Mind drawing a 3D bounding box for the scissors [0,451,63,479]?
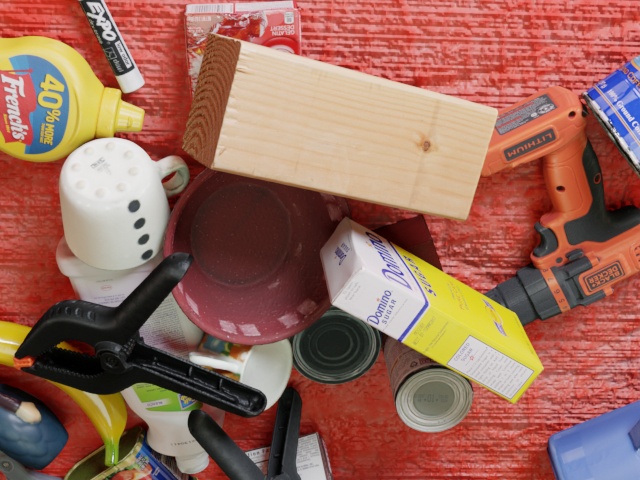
[{"bbox_3d":[-0.302,0.224,1.007,0.096,0.016,0.201,-42,112,16],"label":"scissors"}]

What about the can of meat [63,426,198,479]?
[{"bbox_3d":[-0.179,0.232,0.997,0.102,0.057,0.084,-34,111,13],"label":"can of meat"}]

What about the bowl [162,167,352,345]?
[{"bbox_3d":[-0.056,0.001,0.870,0.161,0.055,0.162,-5,104,-22],"label":"bowl"}]

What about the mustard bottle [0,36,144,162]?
[{"bbox_3d":[-0.231,-0.110,0.817,0.191,0.058,0.096,10,113,-9],"label":"mustard bottle"}]

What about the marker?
[{"bbox_3d":[-0.168,-0.170,0.812,0.020,0.020,0.121,-20,116,7],"label":"marker"}]

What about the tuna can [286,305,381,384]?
[{"bbox_3d":[0.011,0.085,0.946,0.086,0.034,0.086,-1,117,-3],"label":"tuna can"}]

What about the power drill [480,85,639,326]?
[{"bbox_3d":[0.182,-0.020,0.892,0.184,0.057,0.187,-28,118,6],"label":"power drill"}]

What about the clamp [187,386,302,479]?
[{"bbox_3d":[-0.039,0.210,0.936,0.039,0.120,0.171,-30,82,52],"label":"clamp"}]

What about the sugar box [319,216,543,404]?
[{"bbox_3d":[0.086,0.054,0.842,0.176,0.093,0.048,32,108,-19],"label":"sugar box"}]

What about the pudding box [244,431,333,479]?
[{"bbox_3d":[-0.030,0.242,0.983,0.090,0.113,0.039,-16,152,5],"label":"pudding box"}]

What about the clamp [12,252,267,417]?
[{"bbox_3d":[-0.152,0.091,0.857,0.210,0.036,0.164,-13,123,28],"label":"clamp"}]

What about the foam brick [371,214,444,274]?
[{"bbox_3d":[0.078,0.028,0.911,0.053,0.051,0.078,-20,116,6],"label":"foam brick"}]

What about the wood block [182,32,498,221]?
[{"bbox_3d":[0.014,-0.083,0.795,0.205,0.090,0.091,11,100,-24],"label":"wood block"}]

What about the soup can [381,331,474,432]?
[{"bbox_3d":[0.091,0.109,0.925,0.068,0.102,0.068,-2,117,-3],"label":"soup can"}]

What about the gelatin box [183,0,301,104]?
[{"bbox_3d":[-0.059,-0.145,0.826,0.089,0.030,0.073,-3,117,-2],"label":"gelatin box"}]

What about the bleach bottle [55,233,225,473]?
[{"bbox_3d":[-0.146,0.102,0.930,0.102,0.068,0.251,-10,119,1],"label":"bleach bottle"}]

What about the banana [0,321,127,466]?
[{"bbox_3d":[-0.240,0.116,0.931,0.197,0.069,0.037,37,141,-13],"label":"banana"}]
